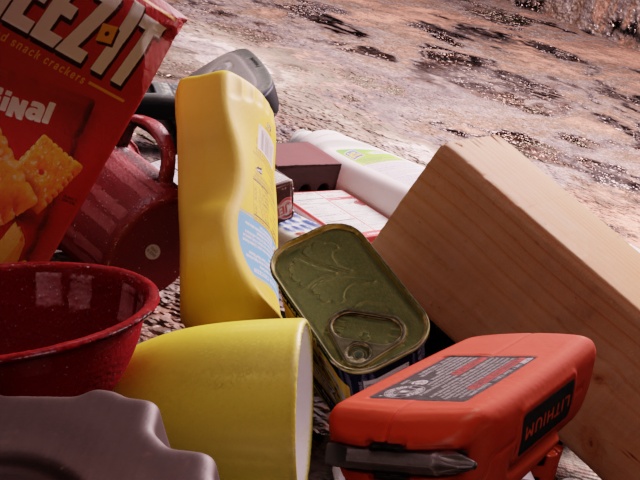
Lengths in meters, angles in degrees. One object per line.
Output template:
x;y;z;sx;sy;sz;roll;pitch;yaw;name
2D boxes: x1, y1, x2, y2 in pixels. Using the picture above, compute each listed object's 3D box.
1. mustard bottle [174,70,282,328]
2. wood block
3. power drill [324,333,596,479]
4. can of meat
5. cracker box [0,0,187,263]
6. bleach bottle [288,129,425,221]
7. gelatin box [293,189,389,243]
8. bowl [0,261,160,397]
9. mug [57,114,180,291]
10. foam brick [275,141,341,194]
-0.055;0.001;0.647;0.058;0.191;0.096;-8;-24;10;mustard bottle
0.140;0.037;0.626;0.206;0.090;0.090;43;27;19;wood block
0.070;0.130;0.362;0.057;0.187;0.184;-6;5;35;power drill
0.018;0.055;0.600;0.057;0.084;0.102;-25;50;-15;can of meat
-0.188;-0.068;0.561;0.072;0.214;0.164;33;4;36;cracker box
0.064;-0.045;0.956;0.102;0.068;0.251;-4;26;-42;bleach bottle
0.015;-0.011;0.879;0.073;0.030;0.089;-7;31;-43;gelatin box
-0.152;0.055;0.483;0.162;0.055;0.162;-2;13;0;bowl
-0.127;-0.024;0.698;0.082;0.117;0.093;36;19;31;mug
-0.030;-0.052;0.918;0.078;0.053;0.051;-7;30;-43;foam brick
